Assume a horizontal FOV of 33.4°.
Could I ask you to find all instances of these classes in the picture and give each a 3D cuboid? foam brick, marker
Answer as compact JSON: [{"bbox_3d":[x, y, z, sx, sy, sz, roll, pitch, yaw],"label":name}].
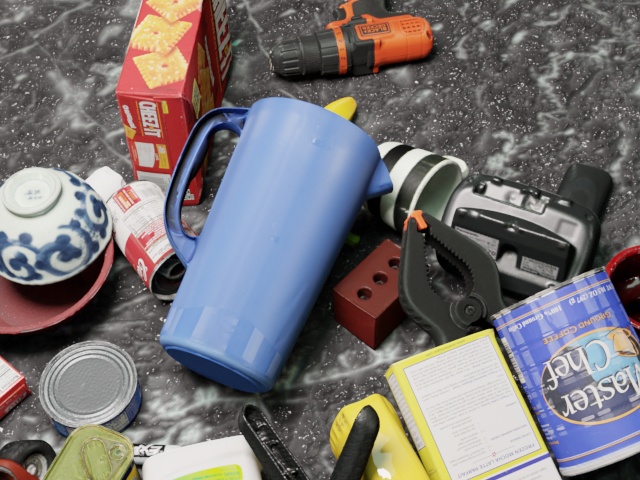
[{"bbox_3d":[0.055,0.049,0.977,0.053,0.051,0.078,35,62,25],"label":"foam brick"},{"bbox_3d":[-0.150,0.182,0.907,0.121,0.020,0.020,2,53,4],"label":"marker"}]

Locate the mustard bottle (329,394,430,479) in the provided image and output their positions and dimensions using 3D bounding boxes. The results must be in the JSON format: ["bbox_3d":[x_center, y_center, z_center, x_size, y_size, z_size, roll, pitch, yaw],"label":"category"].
[{"bbox_3d":[0.072,0.218,0.821,0.058,0.096,0.192,-20,55,-14],"label":"mustard bottle"}]

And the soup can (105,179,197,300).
[{"bbox_3d":[-0.156,-0.002,1.015,0.068,0.068,0.102,-30,57,-18],"label":"soup can"}]

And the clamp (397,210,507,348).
[{"bbox_3d":[0.121,0.074,0.929,0.164,0.036,0.210,-31,80,-17],"label":"clamp"}]

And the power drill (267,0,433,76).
[{"bbox_3d":[0.019,-0.263,1.211,0.184,0.057,0.188,-9,56,-8],"label":"power drill"}]

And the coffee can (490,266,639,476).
[{"bbox_3d":[0.213,0.106,0.864,0.102,0.103,0.140,-21,80,-13],"label":"coffee can"}]

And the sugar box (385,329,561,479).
[{"bbox_3d":[0.129,0.168,0.857,0.093,0.048,0.176,-19,76,-11],"label":"sugar box"}]

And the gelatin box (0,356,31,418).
[{"bbox_3d":[-0.315,0.129,0.949,0.089,0.030,0.073,33,60,24],"label":"gelatin box"}]

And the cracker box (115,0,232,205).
[{"bbox_3d":[-0.141,-0.167,1.079,0.072,0.164,0.213,5,54,4],"label":"cracker box"}]

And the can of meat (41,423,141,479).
[{"bbox_3d":[-0.183,0.211,0.846,0.057,0.084,0.102,17,56,15],"label":"can of meat"}]

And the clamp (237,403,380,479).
[{"bbox_3d":[-0.009,0.200,0.817,0.120,0.171,0.039,6,11,35],"label":"clamp"}]

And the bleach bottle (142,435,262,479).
[{"bbox_3d":[-0.071,0.279,0.806,0.102,0.068,0.251,-11,56,-7],"label":"bleach bottle"}]

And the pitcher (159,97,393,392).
[{"bbox_3d":[-0.056,0.001,0.944,0.149,0.144,0.242,6,65,43],"label":"pitcher"}]

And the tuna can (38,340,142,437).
[{"bbox_3d":[-0.201,0.133,0.937,0.086,0.034,0.086,-1,53,2],"label":"tuna can"}]

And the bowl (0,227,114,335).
[{"bbox_3d":[-0.270,0.032,1.003,0.162,0.055,0.162,-1,53,2],"label":"bowl"}]
